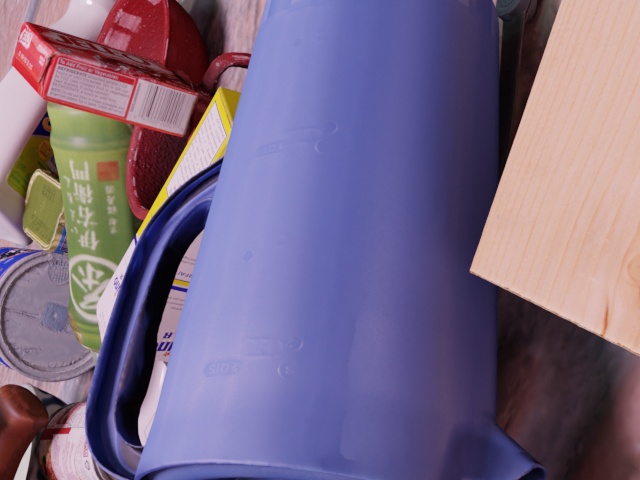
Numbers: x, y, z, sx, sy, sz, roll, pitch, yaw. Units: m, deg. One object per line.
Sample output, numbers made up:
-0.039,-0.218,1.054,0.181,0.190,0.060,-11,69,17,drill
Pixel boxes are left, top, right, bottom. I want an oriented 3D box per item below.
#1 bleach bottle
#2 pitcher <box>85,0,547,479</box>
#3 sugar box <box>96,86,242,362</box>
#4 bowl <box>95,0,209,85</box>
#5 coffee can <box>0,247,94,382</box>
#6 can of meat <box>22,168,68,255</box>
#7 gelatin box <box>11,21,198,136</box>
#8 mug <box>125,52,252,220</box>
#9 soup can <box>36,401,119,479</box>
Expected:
-0.225,-0.126,0.898,0.068,0.102,0.250,16,69,21,bleach bottle
0.003,0.000,0.443,0.145,0.149,0.242,133,149,-58,pitcher
-0.054,0.001,0.619,0.176,0.093,0.048,-53,39,33,sugar box
-0.130,-0.117,0.816,0.162,0.055,0.162,-27,57,51,bowl
-0.240,0.057,0.882,0.141,0.102,0.103,2,80,58,coffee can
-0.177,-0.016,0.826,0.102,0.083,0.057,25,100,58,can of meat
-0.123,-0.093,0.607,0.073,0.089,0.030,42,114,55,gelatin box
-0.060,-0.061,0.661,0.093,0.081,0.117,49,121,53,mug
-0.145,0.143,0.735,0.102,0.068,0.068,-16,65,54,soup can
